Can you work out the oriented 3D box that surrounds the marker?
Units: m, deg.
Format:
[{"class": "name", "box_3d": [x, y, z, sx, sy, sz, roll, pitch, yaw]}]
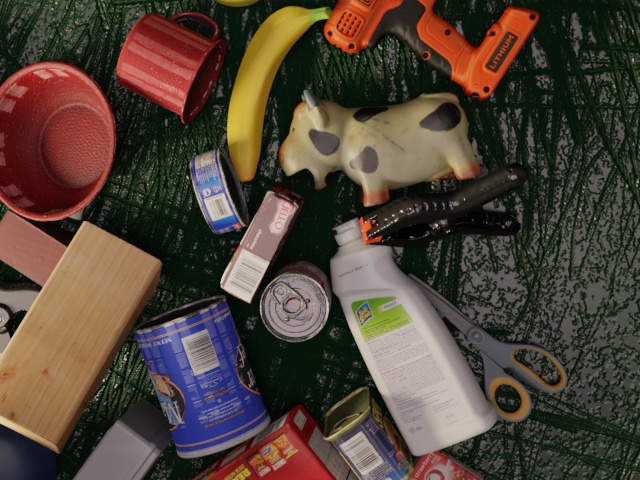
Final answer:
[{"class": "marker", "box_3d": [-0.243, -0.081, 1.128, 0.020, 0.020, 0.121, 21, 97, 0]}]

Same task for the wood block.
[{"class": "wood block", "box_3d": [-0.249, 0.098, 1.071, 0.090, 0.091, 0.206, 28, 70, -2]}]

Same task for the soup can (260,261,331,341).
[{"class": "soup can", "box_3d": [-0.023, 0.060, 1.091, 0.068, 0.102, 0.068, 0, 97, 2]}]

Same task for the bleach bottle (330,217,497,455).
[{"class": "bleach bottle", "box_3d": [0.086, 0.091, 1.107, 0.103, 0.068, 0.251, -24, 93, 17]}]

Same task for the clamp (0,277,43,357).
[{"class": "clamp", "box_3d": [-0.349, 0.089, 1.143, 0.210, 0.036, 0.164, 27, 97, -1]}]

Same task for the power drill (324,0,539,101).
[{"class": "power drill", "box_3d": [0.121, -0.242, 1.074, 0.187, 0.057, 0.184, 31, 101, 2]}]

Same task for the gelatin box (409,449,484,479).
[{"class": "gelatin box", "box_3d": [0.122, 0.272, 1.144, 0.073, 0.030, 0.089, 33, 97, -1]}]

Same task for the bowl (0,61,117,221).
[{"class": "bowl", "box_3d": [-0.266, -0.100, 1.096, 0.162, 0.055, 0.162, 0, 89, 21]}]

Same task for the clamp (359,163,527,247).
[{"class": "clamp", "box_3d": [0.126, -0.031, 1.060, 0.171, 0.120, 0.039, -9, 56, -8]}]

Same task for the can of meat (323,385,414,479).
[{"class": "can of meat", "box_3d": [0.051, 0.209, 1.106, 0.057, 0.102, 0.084, -36, 96, 6]}]

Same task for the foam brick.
[{"class": "foam brick", "box_3d": [-0.302, 0.006, 1.124, 0.078, 0.053, 0.051, 33, 97, -1]}]

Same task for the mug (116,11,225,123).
[{"class": "mug", "box_3d": [-0.147, -0.187, 1.083, 0.081, 0.093, 0.117, 26, 66, 4]}]

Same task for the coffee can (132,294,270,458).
[{"class": "coffee can", "box_3d": [-0.123, 0.140, 1.105, 0.103, 0.103, 0.140, -19, 95, 5]}]

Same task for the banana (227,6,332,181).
[{"class": "banana", "box_3d": [-0.058, -0.160, 1.090, 0.070, 0.037, 0.198, 39, 110, 40]}]

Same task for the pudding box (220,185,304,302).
[{"class": "pudding box", "box_3d": [-0.057, 0.001, 1.093, 0.039, 0.090, 0.113, 29, 98, 1]}]

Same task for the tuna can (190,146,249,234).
[{"class": "tuna can", "box_3d": [-0.103, -0.050, 1.091, 0.034, 0.086, 0.086, -18, 95, 6]}]

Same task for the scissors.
[{"class": "scissors", "box_3d": [0.163, 0.121, 1.132, 0.202, 0.016, 0.096, 26, 97, 0]}]

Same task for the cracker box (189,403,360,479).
[{"class": "cracker box", "box_3d": [-0.023, 0.303, 1.125, 0.164, 0.072, 0.213, -37, 94, 18]}]
